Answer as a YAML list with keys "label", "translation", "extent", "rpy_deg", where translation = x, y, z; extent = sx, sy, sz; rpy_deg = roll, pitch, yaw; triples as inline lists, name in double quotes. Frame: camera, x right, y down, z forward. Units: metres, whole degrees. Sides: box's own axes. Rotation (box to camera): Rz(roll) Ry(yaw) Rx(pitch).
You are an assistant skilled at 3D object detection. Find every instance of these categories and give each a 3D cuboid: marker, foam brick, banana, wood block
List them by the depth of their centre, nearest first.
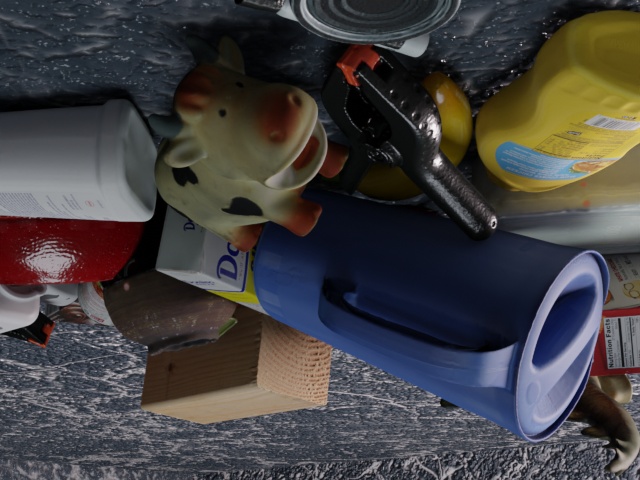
- label: "marker"
  translation: [0.005, -0.122, 0.573]
  extent: [0.120, 0.020, 0.020]
  rpy_deg: [10, 160, -31]
- label: "banana"
  translation: [0.064, -0.062, 0.740]
  extent: [0.069, 0.037, 0.198]
  rpy_deg: [5, 162, -20]
- label: "foam brick"
  translation: [-0.118, -0.005, 0.895]
  extent: [0.052, 0.051, 0.078]
  rpy_deg: [8, 161, -28]
- label: "wood block"
  translation: [-0.089, 0.127, 1.093]
  extent: [0.090, 0.091, 0.207]
  rpy_deg: [21, 155, -36]

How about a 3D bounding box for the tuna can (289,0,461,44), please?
- label: "tuna can"
  translation: [0.027, -0.129, 0.522]
  extent: [0.086, 0.034, 0.086]
  rpy_deg: [-1, 163, 0]

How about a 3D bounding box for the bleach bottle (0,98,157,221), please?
- label: "bleach bottle"
  translation: [-0.243, -0.051, 0.726]
  extent: [0.251, 0.068, 0.102]
  rpy_deg: [0, 163, 5]

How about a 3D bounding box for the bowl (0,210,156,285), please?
- label: "bowl"
  translation: [-0.211, 0.005, 0.845]
  extent: [0.162, 0.055, 0.162]
  rpy_deg: [-2, -179, 0]

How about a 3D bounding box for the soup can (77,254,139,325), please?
- label: "soup can"
  translation: [-0.189, 0.040, 1.012]
  extent: [0.068, 0.068, 0.102]
  rpy_deg: [6, 162, -22]

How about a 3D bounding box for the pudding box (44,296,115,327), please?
- label: "pudding box"
  translation: [-0.230, 0.061, 1.129]
  extent: [0.089, 0.039, 0.114]
  rpy_deg: [10, 160, -34]

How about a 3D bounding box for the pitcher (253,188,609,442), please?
- label: "pitcher"
  translation: [0.066, 0.041, 0.759]
  extent: [0.243, 0.145, 0.149]
  rpy_deg: [18, 154, 34]

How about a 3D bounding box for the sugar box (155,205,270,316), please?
- label: "sugar box"
  translation: [-0.055, 0.001, 0.840]
  extent: [0.048, 0.093, 0.176]
  rpy_deg: [3, 167, 27]

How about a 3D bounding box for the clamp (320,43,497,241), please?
- label: "clamp"
  translation: [0.053, -0.059, 0.667]
  extent: [0.120, 0.039, 0.171]
  rpy_deg: [19, 159, 20]

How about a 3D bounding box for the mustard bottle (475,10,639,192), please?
- label: "mustard bottle"
  translation: [0.152, -0.074, 0.668]
  extent: [0.096, 0.058, 0.192]
  rpy_deg: [5, 162, -15]
